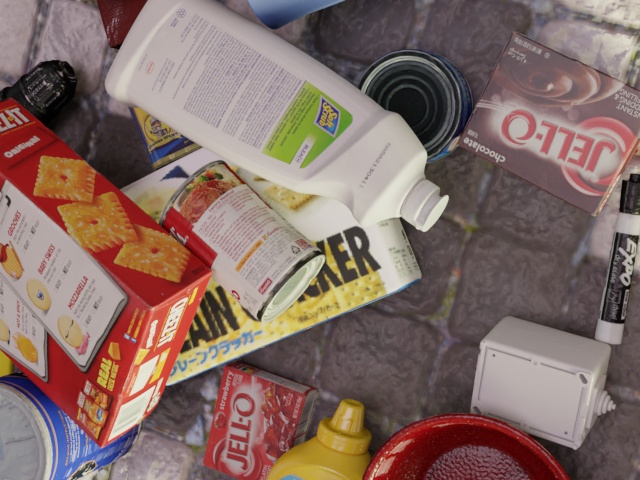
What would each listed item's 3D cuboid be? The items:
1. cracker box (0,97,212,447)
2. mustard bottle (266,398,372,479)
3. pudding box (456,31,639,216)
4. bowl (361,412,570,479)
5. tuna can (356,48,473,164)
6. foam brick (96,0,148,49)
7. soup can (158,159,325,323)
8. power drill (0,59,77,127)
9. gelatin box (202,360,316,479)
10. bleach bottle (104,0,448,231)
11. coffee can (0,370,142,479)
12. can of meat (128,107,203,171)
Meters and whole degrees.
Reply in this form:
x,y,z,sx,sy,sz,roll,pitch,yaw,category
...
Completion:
x,y,z,sx,sy,sz,roll,pitch,yaw,category
-0.194,0.023,0.791,0.214,0.072,0.164,40,132,17,cracker box
0.000,0.213,0.816,0.096,0.058,0.192,18,101,14,mustard bottle
0.167,-0.082,0.751,0.113,0.039,0.090,30,105,16,pudding box
0.110,0.197,0.766,0.162,0.055,0.162,2,97,19,bowl
0.068,-0.098,0.791,0.086,0.033,0.086,2,95,21,tuna can
-0.131,-0.179,0.837,0.053,0.078,0.051,-14,88,21,foam brick
-0.055,0.001,0.756,0.102,0.068,0.069,42,107,13,soup can
-0.240,-0.035,0.904,0.185,0.057,0.188,-37,79,24,power drill
-0.050,0.151,0.860,0.073,0.030,0.089,18,101,19,gelatin box
-0.026,-0.079,0.744,0.251,0.068,0.103,35,102,16,bleach bottle
-0.224,0.152,0.868,0.103,0.140,0.103,2,95,21,coffee can
-0.102,-0.111,0.843,0.102,0.057,0.084,-23,88,21,can of meat
